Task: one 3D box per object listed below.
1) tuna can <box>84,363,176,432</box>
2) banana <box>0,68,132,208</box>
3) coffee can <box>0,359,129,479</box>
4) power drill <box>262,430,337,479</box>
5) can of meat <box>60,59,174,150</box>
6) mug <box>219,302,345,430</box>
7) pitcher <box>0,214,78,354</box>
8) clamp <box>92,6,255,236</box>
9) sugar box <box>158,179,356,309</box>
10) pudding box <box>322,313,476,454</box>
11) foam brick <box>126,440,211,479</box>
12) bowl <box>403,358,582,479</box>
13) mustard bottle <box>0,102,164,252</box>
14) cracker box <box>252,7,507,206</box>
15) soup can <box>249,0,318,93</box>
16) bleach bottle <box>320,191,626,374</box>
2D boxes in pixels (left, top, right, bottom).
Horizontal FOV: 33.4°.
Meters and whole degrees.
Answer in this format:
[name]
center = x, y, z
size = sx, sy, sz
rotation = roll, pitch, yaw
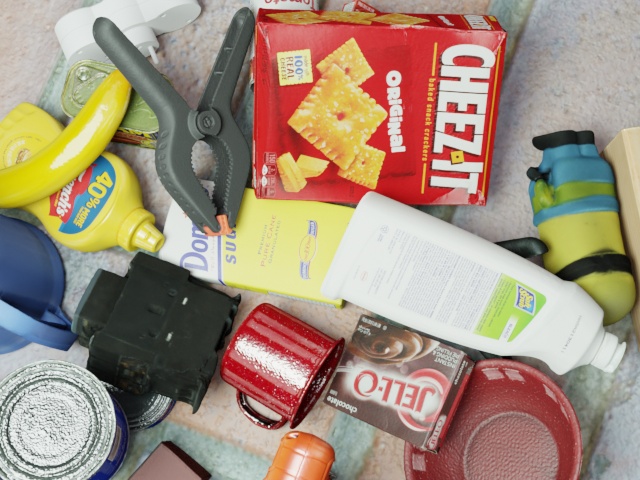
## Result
[tuna can]
center = -0.174, 0.133, 0.981
size = 0.086, 0.034, 0.086
rotation = -1, 80, 3
[banana]
center = -0.241, -0.078, 0.945
size = 0.198, 0.037, 0.069
rotation = -27, 92, 9
[coffee can]
center = -0.214, 0.159, 0.882
size = 0.102, 0.140, 0.103
rotation = 1, 76, -5
[power drill]
center = -0.036, 0.248, 0.876
size = 0.057, 0.187, 0.184
rotation = 23, 80, 5
[can of meat]
center = -0.181, -0.123, 1.001
size = 0.102, 0.084, 0.057
rotation = 11, 81, 5
[mug]
center = -0.040, 0.118, 0.957
size = 0.081, 0.093, 0.117
rotation = 29, 119, 12
[pitcher]
center = -0.306, 0.031, 0.900
size = 0.149, 0.243, 0.145
rotation = -11, 82, 2
[clamp]
center = -0.103, -0.110, 0.955
size = 0.164, 0.036, 0.210
rotation = -22, 100, -37
[sugar box]
center = -0.057, 0.001, 0.992
size = 0.176, 0.048, 0.093
rotation = 11, 81, 4
[pudding box]
center = 0.070, 0.126, 0.945
size = 0.114, 0.039, 0.090
rotation = 18, 79, 36
[foam brick]
center = -0.145, 0.224, 0.954
size = 0.051, 0.053, 0.078
rotation = 41, 84, 9
[bowl]
center = 0.155, 0.187, 0.925
size = 0.162, 0.055, 0.162
rotation = -13, 64, 27
[mustard bottle]
center = -0.225, -0.044, 0.992
size = 0.192, 0.058, 0.096
rotation = 31, 84, 15
[cracker box]
center = 0.048, -0.117, 0.948
size = 0.213, 0.072, 0.164
rotation = 2, 114, -2
[soup can]
center = -0.034, -0.193, 1.014
size = 0.068, 0.068, 0.102
rotation = -1, 79, 3
[bleach bottle]
center = 0.133, 0.052, 0.908
size = 0.251, 0.068, 0.103
rotation = 25, 106, 6
